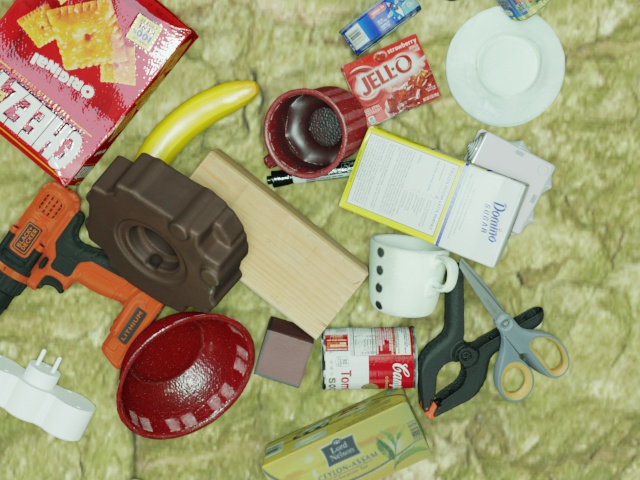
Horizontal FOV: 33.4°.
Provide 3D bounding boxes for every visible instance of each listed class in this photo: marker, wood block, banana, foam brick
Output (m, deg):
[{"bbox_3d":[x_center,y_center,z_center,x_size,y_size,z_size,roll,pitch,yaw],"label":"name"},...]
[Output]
[{"bbox_3d":[0.002,-0.074,1.161,0.121,0.020,0.020,-8,95,1],"label":"marker"},{"bbox_3d":[-0.057,0.001,1.133,0.206,0.090,0.091,39,95,-3],"label":"wood block"},{"bbox_3d":[-0.148,-0.106,1.147,0.070,0.037,0.198,38,90,9],"label":"banana"},{"bbox_3d":[-0.039,0.119,1.149,0.051,0.078,0.053,17,97,-2],"label":"foam brick"}]

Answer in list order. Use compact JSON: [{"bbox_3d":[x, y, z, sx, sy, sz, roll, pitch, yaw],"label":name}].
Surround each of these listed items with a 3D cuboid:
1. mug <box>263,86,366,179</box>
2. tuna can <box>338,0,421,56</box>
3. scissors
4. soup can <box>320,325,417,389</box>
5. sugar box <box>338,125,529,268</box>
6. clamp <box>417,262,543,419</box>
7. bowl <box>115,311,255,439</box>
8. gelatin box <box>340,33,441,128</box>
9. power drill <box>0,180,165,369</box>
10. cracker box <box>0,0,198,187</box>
[{"bbox_3d":[-0.010,-0.111,1.120,0.117,0.081,0.093,-36,88,27],"label":"mug"},{"bbox_3d":[0.063,-0.230,1.114,0.086,0.086,0.034,-36,96,3],"label":"tuna can"},{"bbox_3d":[0.187,0.105,1.136,0.201,0.016,0.096,34,97,-28],"label":"scissors"},{"bbox_3d":[0.052,0.127,1.153,0.102,0.068,0.068,-1,95,0],"label":"soup can"},{"bbox_3d":[0.117,-0.047,1.108,0.176,0.048,0.093,23,101,13],"label":"sugar box"},{"bbox_3d":[0.150,0.111,1.165,0.120,0.039,0.171,37,93,-6],"label":"clamp"},{"bbox_3d":[-0.152,0.132,1.138,0.161,0.055,0.162,-20,131,-25],"label":"bowl"},{"bbox_3d":[0.075,-0.170,1.147,0.089,0.030,0.073,-23,94,2],"label":"gelatin box"},{"bbox_3d":[-0.271,0.057,1.154,0.187,0.057,0.184,36,94,-3],"label":"power drill"},{"bbox_3d":[-0.260,-0.188,1.127,0.164,0.072,0.214,40,95,-2],"label":"cracker box"}]
